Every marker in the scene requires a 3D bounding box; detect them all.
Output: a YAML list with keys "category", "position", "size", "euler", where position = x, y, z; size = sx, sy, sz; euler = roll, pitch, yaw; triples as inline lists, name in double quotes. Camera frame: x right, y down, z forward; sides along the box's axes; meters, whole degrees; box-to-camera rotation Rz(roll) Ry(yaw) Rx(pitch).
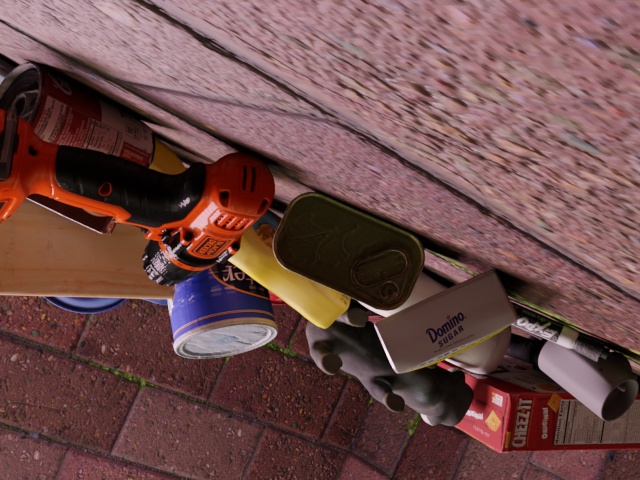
- category: "marker"
  position: [0.184, 0.071, 0.895]
  size: [0.121, 0.020, 0.020]
  euler: [23, 177, 13]

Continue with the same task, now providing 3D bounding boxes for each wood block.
- category: "wood block"
  position: [-0.240, 0.000, 0.972]
  size: [0.205, 0.090, 0.091]
  euler: [3, -172, -16]

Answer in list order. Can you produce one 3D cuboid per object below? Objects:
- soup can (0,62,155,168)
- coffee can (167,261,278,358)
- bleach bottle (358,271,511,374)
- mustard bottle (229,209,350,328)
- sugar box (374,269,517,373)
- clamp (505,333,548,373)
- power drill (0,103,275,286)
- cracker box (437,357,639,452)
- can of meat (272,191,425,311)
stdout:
- category: "soup can"
  position: [-0.176, -0.073, 0.756]
  size: [0.102, 0.068, 0.069]
  euler: [26, 176, -41]
- category: "coffee can"
  position: [-0.105, 0.035, 1.063]
  size: [0.102, 0.140, 0.103]
  euler: [-11, 159, -4]
- category: "bleach bottle"
  position: [0.099, 0.064, 1.035]
  size: [0.103, 0.068, 0.250]
  euler: [22, 174, 32]
- category: "mustard bottle"
  position: [-0.057, 0.002, 0.999]
  size: [0.191, 0.058, 0.096]
  euler: [37, -159, -26]
- category: "sugar box"
  position: [0.094, 0.065, 0.804]
  size: [0.176, 0.093, 0.048]
  euler: [33, -148, -82]
- category: "clamp"
  position: [0.247, 0.124, 1.144]
  size: [0.120, 0.039, 0.172]
  euler: [8, -171, -45]
- category: "power drill"
  position: [-0.144, -0.022, 0.721]
  size: [0.187, 0.057, 0.185]
  euler: [10, 155, -24]
- category: "cracker box"
  position: [0.246, 0.178, 1.170]
  size: [0.213, 0.072, 0.164]
  euler: [3, -174, -24]
- category: "can of meat"
  position: [0.023, 0.010, 0.764]
  size: [0.102, 0.057, 0.084]
  euler: [23, 178, 7]
